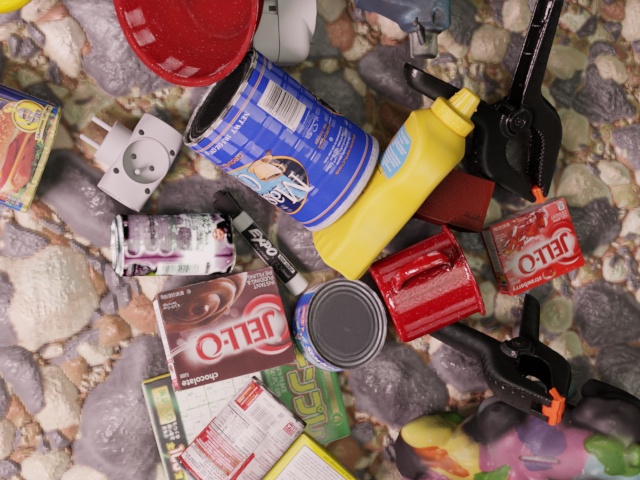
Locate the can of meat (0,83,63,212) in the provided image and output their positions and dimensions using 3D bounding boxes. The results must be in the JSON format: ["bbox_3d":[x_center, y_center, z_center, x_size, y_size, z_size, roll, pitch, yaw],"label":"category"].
[{"bbox_3d":[-0.273,-0.082,0.903,0.083,0.057,0.102,20,86,-18],"label":"can of meat"}]

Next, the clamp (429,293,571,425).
[{"bbox_3d":[0.188,0.104,0.996,0.120,0.172,0.039,-20,129,-19],"label":"clamp"}]

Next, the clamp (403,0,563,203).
[{"bbox_3d":[0.183,-0.126,1.000,0.164,0.036,0.210,-35,125,-3],"label":"clamp"}]

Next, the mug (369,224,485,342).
[{"bbox_3d":[0.096,0.040,0.980,0.081,0.117,0.093,-24,71,0],"label":"mug"}]

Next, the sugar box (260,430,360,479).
[{"bbox_3d":[-0.046,0.265,0.977,0.093,0.048,0.176,43,86,-16],"label":"sugar box"}]

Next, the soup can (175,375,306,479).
[{"bbox_3d":[-0.070,0.178,0.945,0.068,0.069,0.102,44,82,-13],"label":"soup can"}]

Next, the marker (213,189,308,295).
[{"bbox_3d":[-0.056,0.001,0.986,0.020,0.020,0.121,-43,102,-11],"label":"marker"}]

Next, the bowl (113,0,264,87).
[{"bbox_3d":[-0.104,-0.216,0.920,0.055,0.162,0.162,-26,100,-51],"label":"bowl"}]

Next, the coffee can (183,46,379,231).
[{"bbox_3d":[-0.034,-0.087,0.938,0.140,0.103,0.103,34,82,-21],"label":"coffee can"}]

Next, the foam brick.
[{"bbox_3d":[0.117,-0.042,1.018,0.078,0.051,0.053,18,87,-16],"label":"foam brick"}]

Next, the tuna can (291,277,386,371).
[{"bbox_3d":[0.017,0.079,0.990,0.086,0.034,0.086,6,78,-28],"label":"tuna can"}]

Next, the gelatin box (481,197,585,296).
[{"bbox_3d":[0.211,0.006,1.057,0.089,0.030,0.073,-21,97,-14],"label":"gelatin box"}]

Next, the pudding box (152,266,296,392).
[{"bbox_3d":[-0.086,0.080,0.961,0.113,0.039,0.090,-13,82,-15],"label":"pudding box"}]

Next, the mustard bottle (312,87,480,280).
[{"bbox_3d":[0.072,-0.057,0.947,0.058,0.096,0.192,36,107,-14],"label":"mustard bottle"}]
